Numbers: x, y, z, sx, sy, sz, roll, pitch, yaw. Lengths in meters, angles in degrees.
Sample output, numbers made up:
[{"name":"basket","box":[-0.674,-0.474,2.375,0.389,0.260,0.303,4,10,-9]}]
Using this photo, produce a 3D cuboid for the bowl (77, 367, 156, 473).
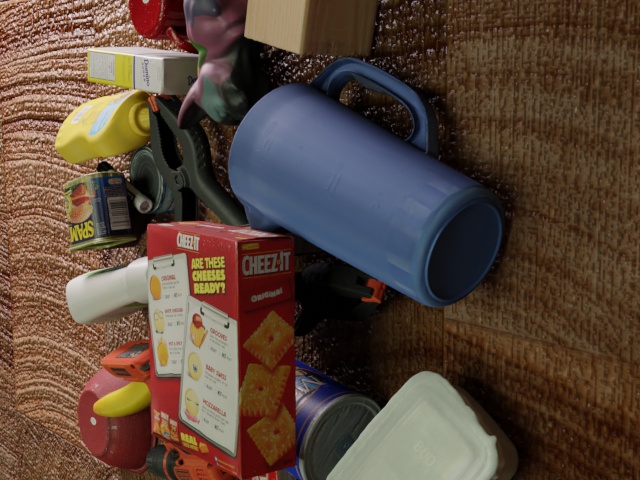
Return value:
[{"name":"bowl","box":[-0.285,0.242,1.449,0.162,0.055,0.162,11,104,50]}]

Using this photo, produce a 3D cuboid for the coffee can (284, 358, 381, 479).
[{"name":"coffee can","box":[-0.018,0.177,1.058,0.141,0.102,0.103,22,112,49]}]

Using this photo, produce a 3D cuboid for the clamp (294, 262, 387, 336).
[{"name":"clamp","box":[-0.012,0.048,1.035,0.172,0.120,0.039,-20,48,48]}]

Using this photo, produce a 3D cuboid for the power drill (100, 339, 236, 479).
[{"name":"power drill","box":[-0.187,0.210,1.275,0.185,0.057,0.187,-12,110,52]}]

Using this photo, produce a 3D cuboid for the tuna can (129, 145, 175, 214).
[{"name":"tuna can","box":[-0.200,-0.075,1.306,0.086,0.033,0.086,11,104,51]}]

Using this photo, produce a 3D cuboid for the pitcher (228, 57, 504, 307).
[{"name":"pitcher","box":[0.044,-0.049,0.933,0.243,0.144,0.149,32,141,41]}]

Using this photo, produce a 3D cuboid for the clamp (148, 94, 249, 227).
[{"name":"clamp","box":[-0.153,-0.065,1.227,0.165,0.036,0.210,-31,82,50]}]

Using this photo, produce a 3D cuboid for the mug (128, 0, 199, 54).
[{"name":"mug","box":[-0.155,-0.254,1.181,0.093,0.081,0.117,-45,61,46]}]

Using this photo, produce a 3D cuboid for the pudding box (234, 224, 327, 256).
[{"name":"pudding box","box":[-0.057,0.001,1.089,0.114,0.089,0.039,-10,87,52]}]

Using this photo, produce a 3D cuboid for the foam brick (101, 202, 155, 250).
[{"name":"foam brick","box":[-0.255,-0.031,1.368,0.078,0.052,0.051,-49,58,43]}]

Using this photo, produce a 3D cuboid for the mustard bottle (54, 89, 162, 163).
[{"name":"mustard bottle","box":[-0.250,-0.143,1.318,0.192,0.096,0.058,-2,134,51]}]

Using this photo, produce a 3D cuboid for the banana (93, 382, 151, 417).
[{"name":"banana","box":[-0.220,0.169,1.347,0.070,0.037,0.198,43,118,16]}]

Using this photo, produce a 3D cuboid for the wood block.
[{"name":"wood block","box":[0.001,-0.279,0.971,0.091,0.090,0.206,27,116,47]}]

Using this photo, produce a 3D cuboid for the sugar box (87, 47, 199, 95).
[{"name":"sugar box","box":[-0.186,-0.194,1.221,0.176,0.093,0.048,21,112,49]}]

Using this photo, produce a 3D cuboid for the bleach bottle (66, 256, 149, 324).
[{"name":"bleach bottle","box":[-0.216,0.052,1.282,0.251,0.102,0.068,-17,87,54]}]

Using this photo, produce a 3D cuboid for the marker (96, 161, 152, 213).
[{"name":"marker","box":[-0.244,-0.068,1.318,0.121,0.020,0.020,38,124,43]}]

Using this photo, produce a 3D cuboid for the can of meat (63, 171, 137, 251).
[{"name":"can of meat","box":[-0.270,-0.035,1.296,0.102,0.057,0.084,-12,86,53]}]

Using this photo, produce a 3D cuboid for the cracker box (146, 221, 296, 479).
[{"name":"cracker box","box":[-0.093,0.095,0.999,0.164,0.071,0.214,10,102,52]}]
